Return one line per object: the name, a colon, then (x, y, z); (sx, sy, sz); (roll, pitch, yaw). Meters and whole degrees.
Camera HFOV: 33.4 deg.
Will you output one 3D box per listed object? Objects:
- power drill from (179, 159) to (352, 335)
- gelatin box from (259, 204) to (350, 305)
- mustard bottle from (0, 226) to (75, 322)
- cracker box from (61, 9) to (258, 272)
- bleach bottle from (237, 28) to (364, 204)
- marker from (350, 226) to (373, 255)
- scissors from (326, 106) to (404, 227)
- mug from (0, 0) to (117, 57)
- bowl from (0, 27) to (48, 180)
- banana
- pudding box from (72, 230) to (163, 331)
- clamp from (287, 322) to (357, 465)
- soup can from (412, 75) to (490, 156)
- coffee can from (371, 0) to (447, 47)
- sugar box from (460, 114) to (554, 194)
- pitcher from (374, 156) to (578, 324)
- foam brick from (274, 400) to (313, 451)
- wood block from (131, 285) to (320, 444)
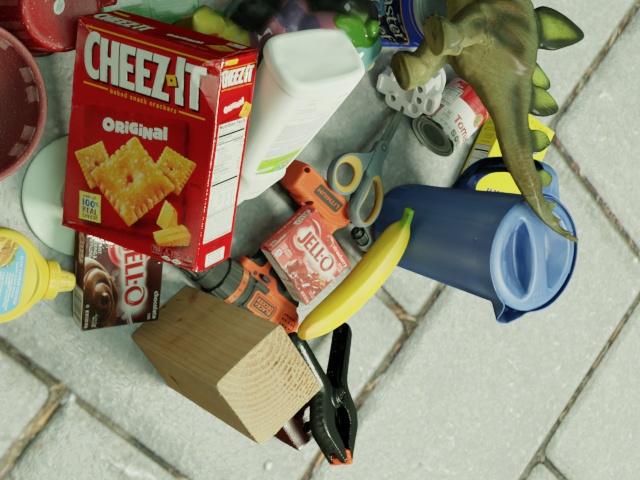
power drill: (-0.058, 0.002, 1.226); (0.184, 0.057, 0.187); (41, 79, -36)
gelatin box: (-0.017, 0.017, 1.203); (0.073, 0.030, 0.089); (-43, 124, -18)
mustard bottle: (-0.334, 0.032, 1.048); (0.191, 0.058, 0.096); (8, 93, -34)
cracker box: (-0.158, -0.094, 1.018); (0.072, 0.164, 0.214); (-32, 137, -58)
bleach bottle: (-0.053, -0.110, 1.084); (0.102, 0.251, 0.068); (-17, 70, -36)
marker: (0.061, 0.013, 1.297); (0.020, 0.020, 0.121); (-57, 150, -11)
scissors: (0.058, -0.112, 1.266); (0.096, 0.016, 0.201); (33, 60, -36)
mug: (-0.253, -0.226, 1.037); (0.117, 0.082, 0.093); (-15, 107, -30)
bowl: (-0.345, -0.131, 1.011); (0.161, 0.055, 0.162); (-7, 103, -32)
banana: (0.044, 0.045, 1.245); (0.197, 0.037, 0.069); (-50, 148, -9)
pudding box: (-0.214, 0.034, 1.128); (0.089, 0.039, 0.113); (-6, 116, -32)
clamp: (0.005, 0.179, 1.255); (0.120, 0.039, 0.171); (8, 71, -48)
soup can: (0.172, -0.162, 1.338); (0.102, 0.069, 0.068); (-44, 120, -18)
coffee can: (0.108, -0.273, 1.229); (0.102, 0.141, 0.103); (-7, 103, -32)
sugar box: (0.234, -0.085, 1.407); (0.093, 0.048, 0.176); (26, 83, -34)
pitcher: (0.177, -0.012, 1.264); (0.149, 0.243, 0.145); (-34, 116, -24)
foam brick: (-0.039, 0.201, 1.279); (0.053, 0.051, 0.078); (-41, 118, -21)
wood block: (-0.104, 0.126, 1.127); (0.090, 0.206, 0.090); (-43, 119, -20)
